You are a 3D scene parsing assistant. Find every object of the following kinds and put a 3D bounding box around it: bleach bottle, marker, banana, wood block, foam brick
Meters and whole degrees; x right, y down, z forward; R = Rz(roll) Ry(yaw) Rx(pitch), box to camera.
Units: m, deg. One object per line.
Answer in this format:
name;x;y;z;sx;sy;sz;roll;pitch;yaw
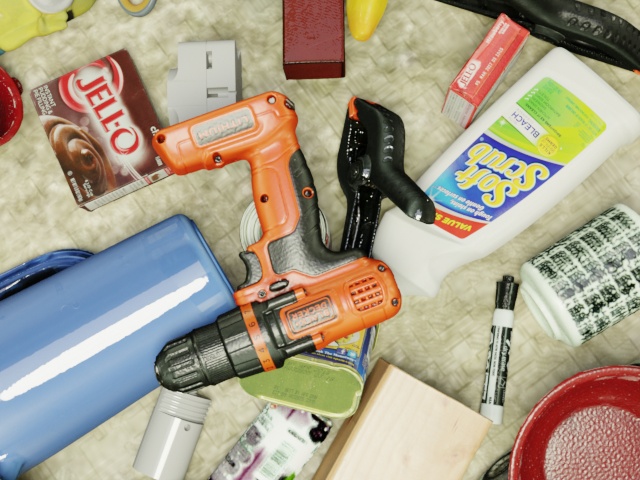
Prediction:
bleach bottle;0.135;-0.034;0.862;0.251;0.068;0.102;-45;78;0
marker;0.146;0.089;0.870;0.020;0.020;0.121;8;84;4
banana;0.070;-0.258;0.891;0.037;0.070;0.198;33;93;-36
wood block;0.037;0.203;0.824;0.090;0.091;0.206;29;86;-1
foam brick;-0.006;-0.178;0.889;0.051;0.053;0.078;-1;83;3

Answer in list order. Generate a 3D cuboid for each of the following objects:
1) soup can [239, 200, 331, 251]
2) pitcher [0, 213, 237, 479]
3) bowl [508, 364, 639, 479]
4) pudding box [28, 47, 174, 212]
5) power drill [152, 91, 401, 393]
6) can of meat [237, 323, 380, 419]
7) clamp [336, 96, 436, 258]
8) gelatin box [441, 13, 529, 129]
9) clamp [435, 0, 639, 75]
soup can;-0.026;-0.002;0.846;0.068;0.102;0.068;0;84;2
pitcher;-0.189;0.074;0.843;0.242;0.145;0.149;-30;95;-4
bowl;0.214;0.169;0.785;0.162;0.055;0.162;0;90;-1
pudding box;-0.180;-0.092;0.895;0.090;0.039;0.113;-25;83;0
power drill;-0.055;0.001;0.767;0.184;0.057;0.187;-21;86;-4
can of meat;-0.009;0.087;0.837;0.102;0.084;0.057;13;123;4
clamp;0.038;-0.040;0.852;0.039;0.171;0.120;22;127;-28
gelatin box;0.131;-0.134;0.859;0.030;0.089;0.073;35;87;6
clamp;0.180;-0.179;0.839;0.210;0.164;0.036;21;94;-5
